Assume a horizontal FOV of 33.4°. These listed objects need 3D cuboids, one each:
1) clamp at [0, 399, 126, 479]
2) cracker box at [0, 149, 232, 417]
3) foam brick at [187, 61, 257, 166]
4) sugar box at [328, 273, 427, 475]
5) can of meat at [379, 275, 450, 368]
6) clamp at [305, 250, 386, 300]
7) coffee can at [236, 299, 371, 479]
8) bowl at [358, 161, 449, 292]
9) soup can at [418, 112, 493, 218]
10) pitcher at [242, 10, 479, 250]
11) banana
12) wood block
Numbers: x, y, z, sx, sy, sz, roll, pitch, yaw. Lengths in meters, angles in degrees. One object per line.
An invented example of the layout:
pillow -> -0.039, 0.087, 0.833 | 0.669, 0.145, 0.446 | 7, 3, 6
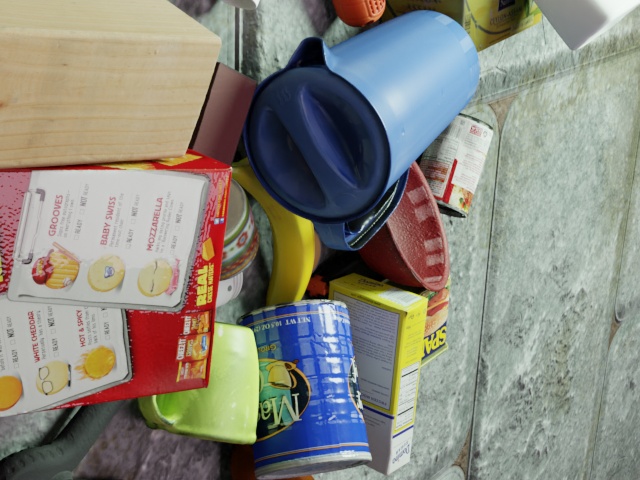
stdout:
clamp -> -0.200, 0.173, 0.804 | 0.171, 0.039, 0.120 | -19, 114, -50
cracker box -> -0.171, 0.023, 0.703 | 0.213, 0.072, 0.164 | -3, 108, -36
foam brick -> -0.093, -0.099, 0.830 | 0.051, 0.053, 0.078 | 21, 87, -56
sugar box -> 0.049, 0.129, 1.040 | 0.048, 0.093, 0.176 | -20, 121, -47
can of meat -> 0.093, 0.080, 1.104 | 0.101, 0.058, 0.084 | -23, 121, -52
clamp -> 0.049, 0.071, 1.123 | 0.209, 0.036, 0.164 | 5, 98, -54
coffee can -> -0.016, 0.133, 0.946 | 0.102, 0.103, 0.140 | 18, 59, -56
bowl -> 0.070, -0.018, 1.063 | 0.162, 0.055, 0.162 | 45, 34, -44
soup can -> 0.142, -0.083, 1.165 | 0.068, 0.069, 0.102 | 25, 82, -56
pitcher -> 0.049, -0.110, 0.932 | 0.149, 0.145, 0.242 | -49, 175, 39
banana -> -0.039, -0.006, 0.953 | 0.037, 0.069, 0.198 | -98, 172, -51
wood block -> -0.173, -0.103, 0.642 | 0.205, 0.091, 0.090 | -9, 130, -48
